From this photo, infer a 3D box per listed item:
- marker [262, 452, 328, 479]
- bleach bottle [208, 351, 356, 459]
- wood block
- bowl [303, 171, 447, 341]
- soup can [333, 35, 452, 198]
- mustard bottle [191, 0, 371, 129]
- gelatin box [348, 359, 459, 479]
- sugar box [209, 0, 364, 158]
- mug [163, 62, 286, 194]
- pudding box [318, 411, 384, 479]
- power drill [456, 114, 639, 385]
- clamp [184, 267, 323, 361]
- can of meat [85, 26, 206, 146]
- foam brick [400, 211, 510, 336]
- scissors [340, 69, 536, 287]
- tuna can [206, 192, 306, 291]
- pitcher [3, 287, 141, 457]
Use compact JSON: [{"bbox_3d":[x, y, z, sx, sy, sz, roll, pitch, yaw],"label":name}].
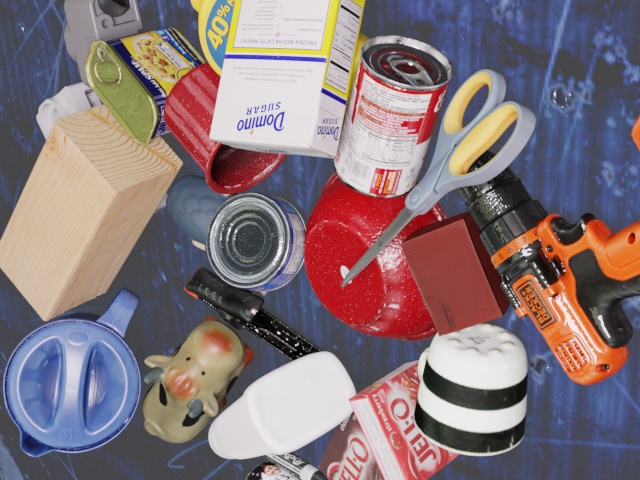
[{"bbox_3d":[-0.027,0.228,1.087,0.121,0.020,0.020,21,125,41],"label":"marker"},{"bbox_3d":[-0.057,0.171,1.006,0.068,0.102,0.251,62,152,6],"label":"bleach bottle"},{"bbox_3d":[-0.227,-0.027,1.025,0.091,0.090,0.206,48,132,12],"label":"wood block"},{"bbox_3d":[0.037,0.018,0.874,0.162,0.055,0.162,25,127,38],"label":"bowl"},{"bbox_3d":[0.051,-0.090,0.790,0.069,0.068,0.102,40,136,28],"label":"soup can"},{"bbox_3d":[-0.043,-0.164,0.858,0.192,0.058,0.096,43,113,26],"label":"mustard bottle"},{"bbox_3d":[0.073,0.155,0.891,0.030,0.073,0.089,-23,91,52],"label":"gelatin box"},{"bbox_3d":[-0.019,-0.152,0.782,0.093,0.048,0.176,9,89,33],"label":"sugar box"},{"bbox_3d":[-0.083,-0.093,0.928,0.082,0.093,0.117,48,149,27],"label":"mug"},{"bbox_3d":[0.050,0.203,0.970,0.090,0.039,0.114,45,137,24],"label":"pudding box"},{"bbox_3d":[0.182,-0.016,0.694,0.184,0.057,0.188,59,143,12],"label":"power drill"},{"bbox_3d":[-0.068,0.071,1.018,0.120,0.039,0.172,49,167,-32],"label":"clamp"},{"bbox_3d":[-0.151,-0.145,0.975,0.102,0.083,0.058,50,139,18],"label":"can of meat"},{"bbox_3d":[0.102,0.023,0.791,0.053,0.051,0.078,-20,96,22],"label":"foam brick"},{"bbox_3d":[0.076,-0.049,0.768,0.202,0.016,0.096,-37,41,42],"label":"scissors"},{"bbox_3d":[-0.056,0.001,0.929,0.086,0.033,0.086,-3,84,25],"label":"tuna can"},{"bbox_3d":[-0.257,0.132,1.160,0.243,0.149,0.145,-173,69,-80],"label":"pitcher"}]
